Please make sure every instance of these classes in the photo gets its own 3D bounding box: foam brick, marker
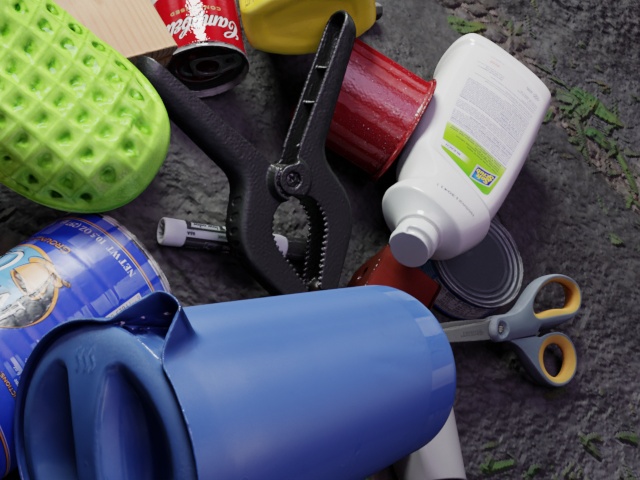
[{"bbox_3d":[0.040,0.054,0.756,0.051,0.053,0.078,37,51,-8],"label":"foam brick"},{"bbox_3d":[-0.055,0.001,0.749,0.120,0.020,0.020,8,61,-27],"label":"marker"}]

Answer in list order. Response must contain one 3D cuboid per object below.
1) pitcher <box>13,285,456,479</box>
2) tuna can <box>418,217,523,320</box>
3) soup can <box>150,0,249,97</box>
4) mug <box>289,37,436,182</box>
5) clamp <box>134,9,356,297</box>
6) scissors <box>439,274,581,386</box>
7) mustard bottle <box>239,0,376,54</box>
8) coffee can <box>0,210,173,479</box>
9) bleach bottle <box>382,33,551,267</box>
[{"bbox_3d":[-0.035,0.101,0.585,0.242,0.149,0.145,-8,75,-50],"label":"pitcher"},{"bbox_3d":[0.113,0.018,0.829,0.086,0.034,0.086,14,59,-24],"label":"tuna can"},{"bbox_3d":[-0.093,-0.166,0.786,0.068,0.069,0.102,2,63,-30],"label":"soup can"},{"bbox_3d":[0.031,-0.109,0.823,0.081,0.093,0.117,31,27,-7],"label":"mug"},{"bbox_3d":[-0.020,-0.050,0.729,0.164,0.036,0.210,-26,106,-25],"label":"clamp"},{"bbox_3d":[0.138,0.082,0.791,0.201,0.016,0.096,-21,101,-42],"label":"scissors"},{"bbox_3d":[-0.017,-0.215,0.825,0.096,0.058,0.191,-12,40,2],"label":"mustard bottle"},{"bbox_3d":[-0.165,0.059,0.600,0.103,0.103,0.140,50,51,2],"label":"coffee can"},{"bbox_3d":[0.101,-0.065,0.815,0.102,0.068,0.250,36,41,0],"label":"bleach bottle"}]
